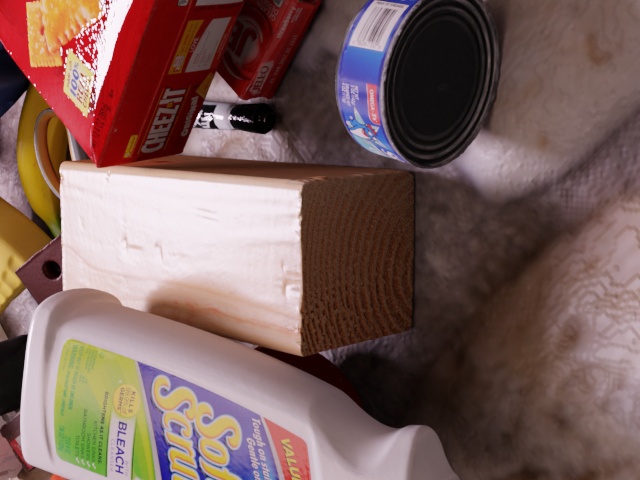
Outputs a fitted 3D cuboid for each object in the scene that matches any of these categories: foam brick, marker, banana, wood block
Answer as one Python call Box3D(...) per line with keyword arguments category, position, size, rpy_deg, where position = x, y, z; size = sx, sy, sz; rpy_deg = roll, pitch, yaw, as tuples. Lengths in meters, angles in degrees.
Box3D(category="foam brick", position=(-0.155, 0.029, 0.721), size=(0.053, 0.051, 0.078), rpy_deg=(-34, 95, 26))
Box3D(category="marker", position=(-0.074, -0.079, 0.672), size=(0.121, 0.020, 0.020), rpy_deg=(10, 104, 42))
Box3D(category="banana", position=(-0.182, -0.092, 0.766), size=(0.070, 0.037, 0.198), rpy_deg=(26, 120, 9))
Box3D(category="wood block", position=(-0.054, 0.000, 0.618), size=(0.207, 0.090, 0.090), rpy_deg=(8, 102, 43))

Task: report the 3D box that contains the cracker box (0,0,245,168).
Box3D(category="cracker box", position=(-0.135, -0.173, 0.606), size=(0.214, 0.071, 0.164), rpy_deg=(49, 131, 24))

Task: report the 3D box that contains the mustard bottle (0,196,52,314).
Box3D(category="mustard bottle", position=(-0.293, -0.030, 0.803), size=(0.191, 0.058, 0.096), rpy_deg=(44, 137, -8))

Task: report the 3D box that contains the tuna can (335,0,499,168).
Box3D(category="tuna can", position=(0.047, -0.080, 0.512), size=(0.034, 0.085, 0.086), rpy_deg=(21, 111, 42))

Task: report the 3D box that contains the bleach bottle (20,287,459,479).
Box3D(category="bleach bottle", position=(-0.033, 0.096, 0.529), size=(0.251, 0.068, 0.102), rpy_deg=(11, 97, 27))

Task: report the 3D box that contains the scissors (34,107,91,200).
Box3D(category="scissors", position=(-0.135, -0.004, 0.743), size=(0.096, 0.016, 0.202), rpy_deg=(-20, 98, 23))

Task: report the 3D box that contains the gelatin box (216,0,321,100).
Box3D(category="gelatin box", position=(-0.047, -0.138, 0.630), size=(0.089, 0.030, 0.073), rpy_deg=(50, 127, 26))
